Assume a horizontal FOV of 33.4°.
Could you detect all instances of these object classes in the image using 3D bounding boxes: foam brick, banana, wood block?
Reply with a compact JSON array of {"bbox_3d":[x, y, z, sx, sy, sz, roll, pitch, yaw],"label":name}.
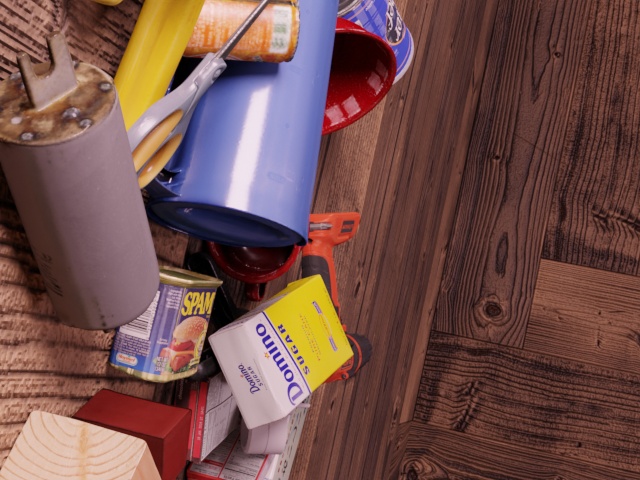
[{"bbox_3d":[-0.145,0.154,0.820,0.051,0.078,0.053,-49,148,-67],"label":"foam brick"},{"bbox_3d":[-0.113,-0.129,0.720,0.198,0.037,0.069,-60,-175,33],"label":"banana"},{"bbox_3d":[-0.163,0.222,0.778,0.206,0.090,0.090,85,22,-51],"label":"wood block"}]

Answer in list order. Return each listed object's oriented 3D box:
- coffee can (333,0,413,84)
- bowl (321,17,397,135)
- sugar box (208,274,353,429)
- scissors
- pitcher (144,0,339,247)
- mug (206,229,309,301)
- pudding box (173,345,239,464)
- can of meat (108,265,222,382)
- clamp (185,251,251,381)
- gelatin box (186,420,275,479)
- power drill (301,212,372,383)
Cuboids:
[{"bbox_3d":[0.030,-0.231,1.119,0.140,0.103,0.102,49,52,-58],"label":"coffee can"},{"bbox_3d":[-0.009,-0.168,1.042,0.162,0.162,0.055,75,-3,-61],"label":"bowl"},{"bbox_3d":[-0.032,0.100,1.005,0.093,0.048,0.176,66,24,-4],"label":"sugar box"},{"bbox_3d":[-0.084,-0.107,0.756,0.201,0.016,0.096,-50,174,-22],"label":"scissors"},{"bbox_3d":[-0.062,-0.122,0.870,0.149,0.145,0.243,96,4,-77],"label":"pitcher"},{"bbox_3d":[-0.057,0.001,1.036,0.081,0.093,0.117,-37,131,-77],"label":"mug"},{"bbox_3d":[-0.110,0.158,1.055,0.113,0.039,0.090,-28,128,-71],"label":"pudding box"},{"bbox_3d":[-0.127,0.066,0.871,0.102,0.057,0.084,10,94,-76],"label":"can of meat"},{"bbox_3d":[-0.086,0.101,1.001,0.171,0.039,0.120,53,40,-48],"label":"clamp"},{"bbox_3d":[-0.091,0.229,1.115,0.089,0.073,0.030,-63,160,-51],"label":"gelatin box"},{"bbox_3d":[0.014,0.063,1.183,0.184,0.057,0.187,-3,90,-70],"label":"power drill"}]
